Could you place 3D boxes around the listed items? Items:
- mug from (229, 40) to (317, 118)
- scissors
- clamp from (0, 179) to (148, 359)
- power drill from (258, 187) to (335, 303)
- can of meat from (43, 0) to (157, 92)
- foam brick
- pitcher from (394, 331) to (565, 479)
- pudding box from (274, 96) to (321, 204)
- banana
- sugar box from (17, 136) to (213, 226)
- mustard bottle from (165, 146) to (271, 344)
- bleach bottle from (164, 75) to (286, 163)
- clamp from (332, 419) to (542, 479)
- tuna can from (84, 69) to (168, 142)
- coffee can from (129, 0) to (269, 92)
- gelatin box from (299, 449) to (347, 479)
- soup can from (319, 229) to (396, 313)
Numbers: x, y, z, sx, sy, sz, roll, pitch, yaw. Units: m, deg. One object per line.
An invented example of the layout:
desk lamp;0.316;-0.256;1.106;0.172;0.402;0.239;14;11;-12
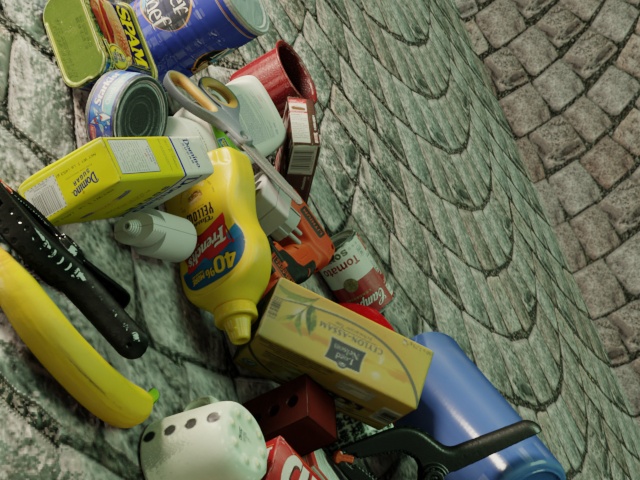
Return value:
mug;-0.058;-0.196;1.383;0.117;0.082;0.093;5;60;-66
scissors;-0.079;-0.113;1.118;0.202;0.016;0.096;40;28;6
clamp;-0.194;0.022;0.814;0.171;0.039;0.120;45;-7;-32
power drill;-0.058;0.001;1.185;0.184;0.057;0.187;57;23;-7
can of meat;-0.215;-0.189;1.037;0.083;0.058;0.102;5;61;-64
foam brick;-0.029;0.172;1.012;0.051;0.078;0.053;44;27;-36
pitcher;0.171;0.228;1.226;0.149;0.145;0.243;4;26;-32
pudding box;-0.030;-0.106;1.318;0.039;0.114;0.090;4;47;-13
banana;-0.186;0.086;0.807;0.197;0.037;0.070;52;-1;-33
sugar box;-0.170;-0.052;0.924;0.048;0.093;0.176;66;21;5
mustard bottle;-0.094;0.011;1.024;0.058;0.096;0.191;26;42;-51
bleach bottle;-0.121;-0.120;1.172;0.102;0.068;0.250;60;23;-1
clamp;0.114;0.251;1.071;0.036;0.210;0.164;120;-22;-77
tuna can;-0.180;-0.115;0.999;0.086;0.034;0.086;-36;133;-54
coffee can;-0.141;-0.234;1.146;0.102;0.140;0.103;49;25;-33
gelatin box;0.000;0.236;1.048;0.089;0.030;0.073;54;4;-24
soup can;0.041;0.045;1.349;0.102;0.069;0.068;58;21;-13
